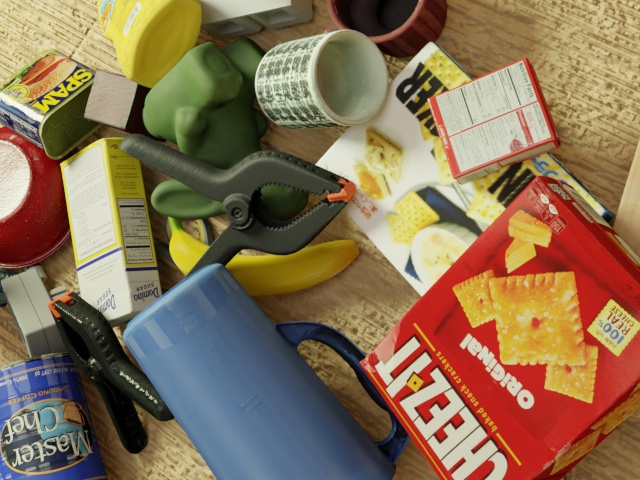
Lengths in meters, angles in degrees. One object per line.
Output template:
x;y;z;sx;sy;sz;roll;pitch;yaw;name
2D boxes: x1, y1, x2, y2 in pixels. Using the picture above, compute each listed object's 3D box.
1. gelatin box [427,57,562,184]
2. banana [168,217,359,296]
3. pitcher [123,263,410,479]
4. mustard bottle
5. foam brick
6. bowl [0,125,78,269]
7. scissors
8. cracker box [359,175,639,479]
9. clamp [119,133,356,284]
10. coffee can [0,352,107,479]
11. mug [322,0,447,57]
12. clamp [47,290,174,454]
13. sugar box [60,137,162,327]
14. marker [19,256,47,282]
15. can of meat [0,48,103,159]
0.140;-0.095;0.860;0.089;0.030;0.073;-21;74;17;gelatin box
-0.064;0.019;0.999;0.198;0.037;0.069;10;85;17;banana
-0.048;0.137;0.912;0.145;0.149;0.243;-38;88;39;pitcher
-0.177;-0.230;1.043;0.096;0.058;0.192;-59;37;20;mustard bottle
-0.186;-0.133;1.056;0.053;0.078;0.051;17;92;22;foam brick
-0.327;-0.054;1.108;0.162;0.055;0.162;-3;78;14;bowl
-0.094;0.033;1.033;0.202;0.016;0.096;22;94;24;scissors
0.152;0.083;0.796;0.214;0.072;0.164;-49;57;21;cracker box
-0.074;-0.037;0.938;0.210;0.036;0.164;-15;105;22;clamp
-0.274;0.193;1.052;0.103;0.102;0.140;-23;76;21;coffee can
0.054;-0.204;0.952;0.117;0.081;0.093;-36;72;17;mug
-0.197;0.120;1.016;0.120;0.039;0.171;-33;91;48;clamp
-0.207;-0.006;1.057;0.094;0.048;0.176;-21;79;48;sugar box
-0.324;-0.006;1.138;0.020;0.020;0.121;-36;72;17;marker
-0.271;-0.142;1.088;0.084;0.057;0.102;30;59;27;can of meat
